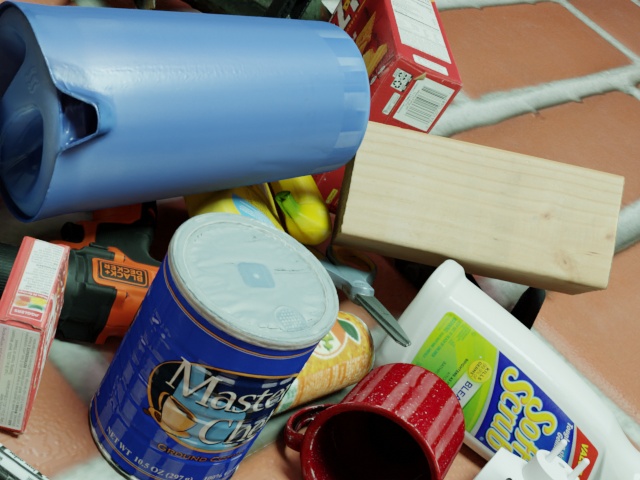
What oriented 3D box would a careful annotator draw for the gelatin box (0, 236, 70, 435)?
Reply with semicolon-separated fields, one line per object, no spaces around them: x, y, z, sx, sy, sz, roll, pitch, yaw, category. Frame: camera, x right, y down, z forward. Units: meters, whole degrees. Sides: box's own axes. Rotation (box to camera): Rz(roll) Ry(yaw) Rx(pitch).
-0.169;0.055;0.612;0.030;0.089;0.073;14;36;-9;gelatin box

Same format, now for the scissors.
0.011;0.032;0.801;0.096;0.016;0.202;14;14;-6;scissors

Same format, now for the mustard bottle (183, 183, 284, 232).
-0.055;0.001;0.770;0.096;0.058;0.192;50;9;-36;mustard bottle

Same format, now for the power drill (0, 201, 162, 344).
-0.172;-0.011;0.734;0.184;0.057;0.187;15;38;-25;power drill

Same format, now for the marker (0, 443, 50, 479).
-0.142;0.145;0.580;0.121;0.020;0.020;34;33;4;marker

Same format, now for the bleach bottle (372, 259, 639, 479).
0.162;0.128;0.773;0.251;0.103;0.068;37;20;10;bleach bottle

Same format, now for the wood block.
0.119;-0.023;0.841;0.206;0.090;0.091;12;-8;-3;wood block

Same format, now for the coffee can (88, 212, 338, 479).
-0.066;0.068;0.632;0.102;0.140;0.103;21;34;-15;coffee can

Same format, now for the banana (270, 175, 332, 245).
-0.019;-0.039;0.879;0.037;0.069;0.198;-20;20;-1;banana

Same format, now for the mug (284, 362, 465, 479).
0.034;0.129;0.694;0.117;0.093;0.081;5;19;23;mug

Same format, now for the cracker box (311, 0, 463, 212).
0.044;-0.147;0.988;0.072;0.164;0.213;20;34;-21;cracker box

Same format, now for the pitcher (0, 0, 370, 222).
-0.097;-0.092;0.714;0.242;0.145;0.149;-8;57;-34;pitcher
